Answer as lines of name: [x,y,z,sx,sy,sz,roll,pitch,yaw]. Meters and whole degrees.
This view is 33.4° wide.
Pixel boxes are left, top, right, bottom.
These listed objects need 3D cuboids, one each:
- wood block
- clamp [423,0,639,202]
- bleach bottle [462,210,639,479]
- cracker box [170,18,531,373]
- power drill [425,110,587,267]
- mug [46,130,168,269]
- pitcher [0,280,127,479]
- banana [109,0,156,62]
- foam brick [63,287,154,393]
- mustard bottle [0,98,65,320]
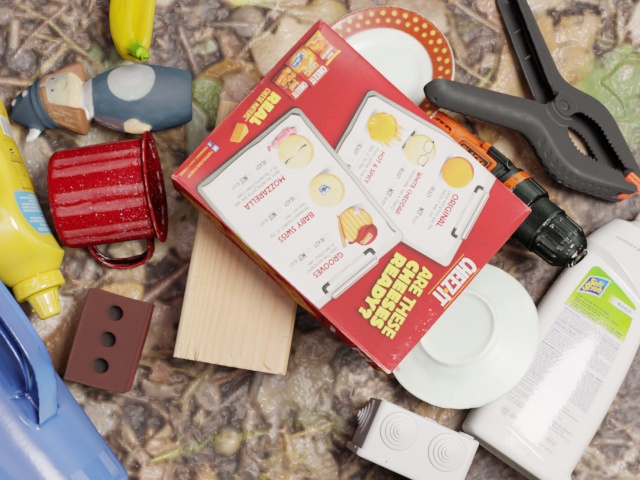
wood block: [-0.055,0.001,0.875,0.091,0.090,0.206,10,84,-2]
clamp: [0.198,-0.117,0.915,0.210,0.036,0.164,37,56,-10]
bleach bottle: [0.227,0.082,0.898,0.102,0.068,0.250,35,81,3]
cracker box: [0.020,-0.031,0.802,0.213,0.072,0.164,42,83,-1]
power drill: [0.098,0.004,0.878,0.187,0.057,0.185,-43,63,-7]
mug: [-0.172,-0.028,0.880,0.081,0.093,0.117,-8,121,0]
pitcher: [-0.256,0.121,0.817,0.145,0.149,0.243,-40,86,-7]
banana: [-0.146,-0.228,0.906,0.037,0.070,0.198,24,64,-42]
foam brick: [-0.173,0.082,0.879,0.053,0.051,0.078,14,83,-2]
mustard bottle: [-0.254,-0.026,0.863,0.058,0.096,0.191,-24,86,-4]
